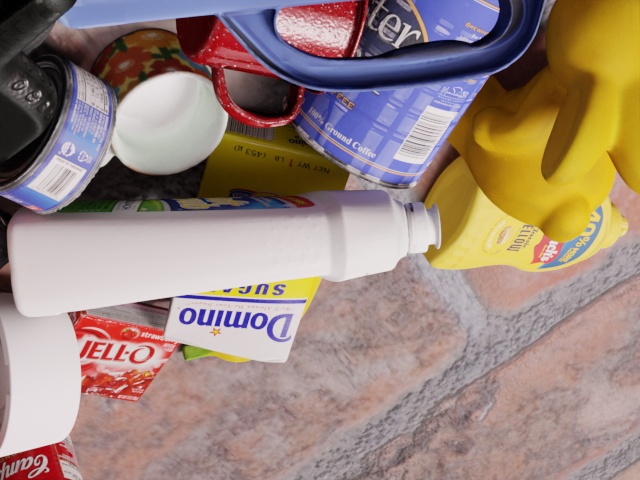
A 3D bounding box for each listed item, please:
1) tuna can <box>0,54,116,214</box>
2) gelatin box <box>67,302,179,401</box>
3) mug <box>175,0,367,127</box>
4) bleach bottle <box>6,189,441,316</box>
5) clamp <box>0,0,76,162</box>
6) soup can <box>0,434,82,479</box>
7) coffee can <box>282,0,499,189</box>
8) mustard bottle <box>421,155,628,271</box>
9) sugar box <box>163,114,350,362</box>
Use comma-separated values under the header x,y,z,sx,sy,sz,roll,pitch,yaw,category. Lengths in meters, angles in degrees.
x,y,z,sx,sy,sz,roll,pitch,yaw,category
-0.155,-0.060,0.600,0.086,0.086,0.033,-46,135,16,tuna can
-0.155,0.078,0.773,0.089,0.030,0.073,17,120,-40,gelatin box
-0.032,-0.122,0.600,0.081,0.093,0.117,5,93,-28,mug
-0.054,0.001,0.652,0.250,0.102,0.068,-5,97,-3,bleach bottle
-0.165,-0.086,0.485,0.164,0.036,0.210,12,161,9,clamp
-0.210,0.156,0.761,0.068,0.102,0.068,-16,136,-16,soup can
0.054,-0.117,0.653,0.102,0.103,0.140,11,123,-37,coffee can
0.174,-0.018,0.851,0.191,0.058,0.096,4,128,-33,mustard bottle
-0.045,0.001,0.727,0.093,0.048,0.176,13,121,-7,sugar box
